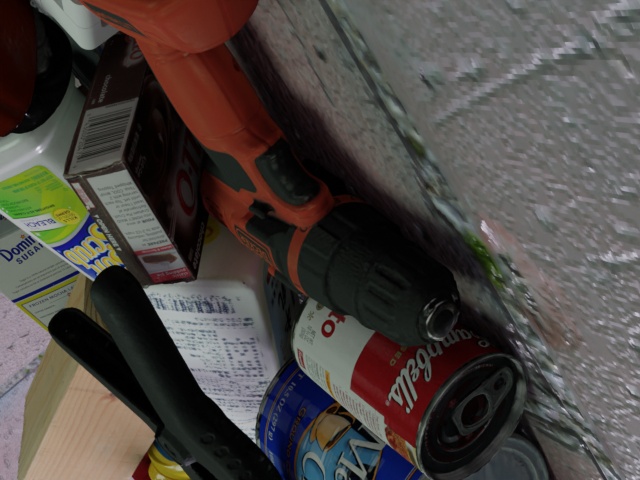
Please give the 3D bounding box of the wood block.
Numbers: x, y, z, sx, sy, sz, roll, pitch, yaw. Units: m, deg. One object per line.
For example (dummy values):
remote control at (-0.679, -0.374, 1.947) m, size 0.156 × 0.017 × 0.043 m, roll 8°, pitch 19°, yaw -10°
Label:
wood block at (-0.171, 0.113, 0.849) m, size 0.206 × 0.090 × 0.090 m, roll 124°, pitch 150°, yaw -43°

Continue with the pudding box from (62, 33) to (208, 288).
pudding box at (-0.090, -0.045, 0.567) m, size 0.039 × 0.113 × 0.090 m, roll -9°, pitch 136°, yaw 18°

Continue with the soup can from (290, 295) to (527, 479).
soup can at (0.041, 0.062, 0.520) m, size 0.102 × 0.068 × 0.068 m, roll 34°, pitch 158°, yaw 44°

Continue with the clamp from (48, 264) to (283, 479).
clamp at (-0.074, 0.102, 0.604) m, size 0.210 × 0.036 × 0.165 m, roll 47°, pitch 157°, yaw 1°

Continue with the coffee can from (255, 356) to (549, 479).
coffee can at (0.042, 0.125, 0.598) m, size 0.140 × 0.102 × 0.102 m, roll 29°, pitch 154°, yaw 52°

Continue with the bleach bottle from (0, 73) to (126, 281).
bleach bottle at (-0.123, -0.004, 0.705) m, size 0.103 × 0.068 × 0.250 m, roll -13°, pitch 137°, yaw 35°

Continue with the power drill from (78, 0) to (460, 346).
power drill at (-0.026, -0.046, 0.470) m, size 0.185 × 0.057 × 0.187 m, roll 31°, pitch 156°, yaw 48°

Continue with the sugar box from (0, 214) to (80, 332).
sugar box at (-0.197, 0.031, 0.860) m, size 0.176 × 0.093 × 0.048 m, roll 56°, pitch -166°, yaw -43°
